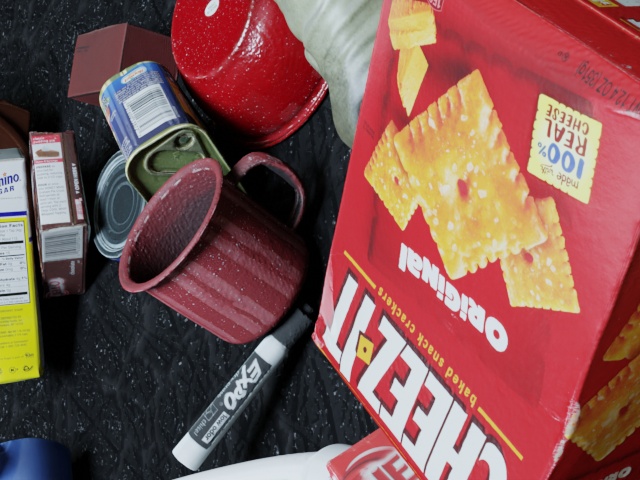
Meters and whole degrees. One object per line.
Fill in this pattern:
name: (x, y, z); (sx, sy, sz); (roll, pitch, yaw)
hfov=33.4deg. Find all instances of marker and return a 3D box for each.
marker: (-0.044, 0.086, 0.645); (0.121, 0.020, 0.020); (-51, 43, -1)

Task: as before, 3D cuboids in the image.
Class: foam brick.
foam brick: (-0.151, -0.132, 0.825); (0.078, 0.051, 0.053); (3, 83, 49)

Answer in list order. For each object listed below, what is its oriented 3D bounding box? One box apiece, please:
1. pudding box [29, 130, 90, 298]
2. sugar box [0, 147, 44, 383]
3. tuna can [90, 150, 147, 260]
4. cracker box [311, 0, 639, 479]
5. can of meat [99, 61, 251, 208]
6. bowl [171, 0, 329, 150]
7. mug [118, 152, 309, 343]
pudding box: (-0.207, -0.019, 0.842); (0.114, 0.039, 0.090); (115, 145, -57)
sugar box: (-0.252, 0.017, 0.857); (0.093, 0.048, 0.176); (-153, 57, -70)
tuna can: (-0.136, -0.025, 0.796); (0.086, 0.033, 0.086); (-14, 71, 47)
cracker box: (0.074, 0.001, 0.426); (0.164, 0.072, 0.214); (51, 139, 44)
can of meat: (-0.097, -0.059, 0.708); (0.057, 0.102, 0.084); (-31, 49, 2)
bowl: (-0.051, -0.145, 0.708); (0.162, 0.055, 0.162); (-15, 70, 46)
mug: (-0.054, 0.001, 0.647); (0.117, 0.081, 0.093); (-53, 29, 1)
